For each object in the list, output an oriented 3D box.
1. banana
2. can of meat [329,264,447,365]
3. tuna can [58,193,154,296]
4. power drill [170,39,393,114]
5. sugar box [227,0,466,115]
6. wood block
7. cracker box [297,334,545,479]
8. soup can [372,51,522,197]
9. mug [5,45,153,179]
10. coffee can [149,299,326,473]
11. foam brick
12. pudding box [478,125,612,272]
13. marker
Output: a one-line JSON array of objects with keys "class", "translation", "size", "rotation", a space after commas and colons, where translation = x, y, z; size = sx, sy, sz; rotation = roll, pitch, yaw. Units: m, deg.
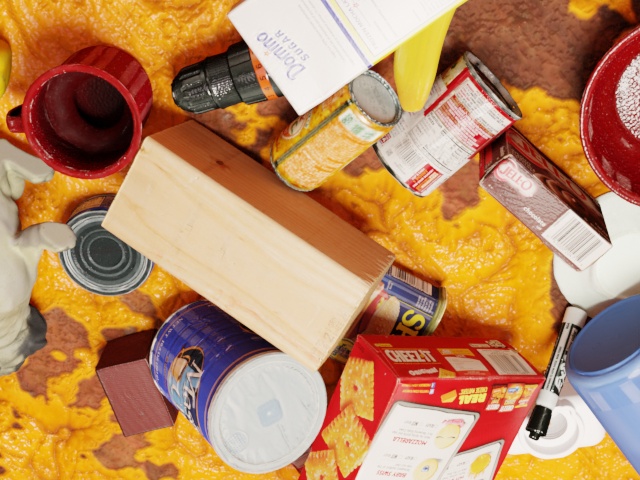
[{"class": "banana", "translation": [0.106, -0.191, 0.795], "size": [0.070, 0.037, 0.198], "rotation": [42, 102, 13]}, {"class": "can of meat", "translation": [0.049, 0.069, 0.929], "size": [0.084, 0.057, 0.102], "rotation": [27, 114, -5]}, {"class": "tuna can", "translation": [-0.183, 0.005, 0.928], "size": [0.086, 0.033, 0.086], "rotation": [2, 116, 3]}, {"class": "power drill", "translation": [-0.051, -0.198, 0.810], "size": [0.184, 0.057, 0.187], "rotation": [-17, 116, 7]}, {"class": "sugar box", "translation": [0.031, -0.178, 0.762], "size": [0.176, 0.048, 0.093], "rotation": [-31, 107, 16]}, {"class": "wood block", "translation": [-0.055, 0.000, 0.855], "size": [0.206, 0.090, 0.090], "rotation": [34, 113, 7]}, {"class": "cracker box", "translation": [0.073, 0.183, 0.907], "size": [0.163, 0.072, 0.214], "rotation": [4, 118, -35]}, {"class": "soup can", "translation": [0.098, -0.090, 0.843], "size": [0.102, 0.068, 0.068], "rotation": [-41, 107, 21]}, {"class": "mug", "translation": [-0.191, -0.104, 0.850], "size": [0.117, 0.081, 0.093], "rotation": [-9, 115, 8]}, {"class": "coffee can", "translation": [-0.072, 0.118, 0.897], "size": [0.102, 0.140, 0.103], "rotation": [-9, 109, -27]}, {"class": "foam brick", "translation": [-0.165, 0.130, 0.976], "size": [0.051, 0.053, 0.078], "rotation": [-13, 113, 10]}, {"class": "pudding box", "translation": [0.176, -0.037, 0.846], "size": [0.113, 0.090, 0.039], "rotation": [42, 113, -11]}, {"class": "marker", "translation": [0.202, 0.115, 0.918], "size": [0.020, 0.020, 0.121], "rotation": [26, 72, -8]}]
